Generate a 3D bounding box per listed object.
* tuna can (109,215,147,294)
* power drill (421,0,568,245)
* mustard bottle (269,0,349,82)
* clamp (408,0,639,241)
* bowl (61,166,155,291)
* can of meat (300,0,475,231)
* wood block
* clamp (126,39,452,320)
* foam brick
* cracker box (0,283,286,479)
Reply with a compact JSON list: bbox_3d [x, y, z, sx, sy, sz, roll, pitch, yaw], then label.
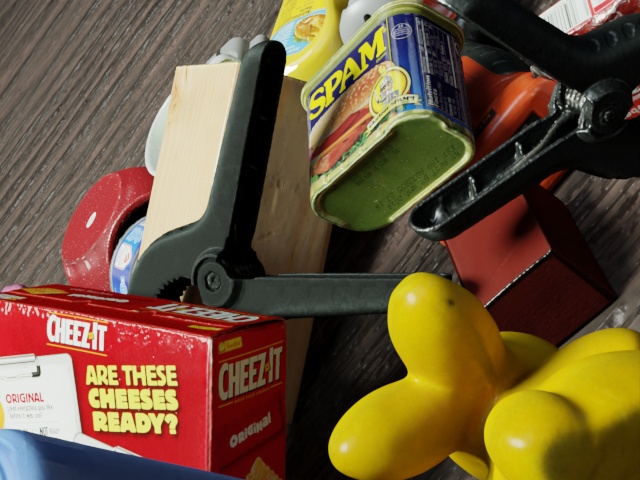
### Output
[{"bbox_3d":[-0.097,0.024,0.725,0.034,0.086,0.086,16,76,55],"label":"tuna can"},{"bbox_3d":[0.069,-0.070,0.646,0.185,0.057,0.188,-52,32,17],"label":"power drill"},{"bbox_3d":[-0.005,-0.154,0.826,0.096,0.058,0.191,-15,51,51],"label":"mustard bottle"},{"bbox_3d":[0.117,-0.071,0.480,0.171,0.120,0.039,-16,39,-15],"label":"clamp"},{"bbox_3d":[-0.184,-0.008,0.957,0.162,0.055,0.162,-35,38,33],"label":"bowl"},{"bbox_3d":[0.035,-0.064,0.580,0.102,0.057,0.084,-40,39,39],"label":"can of meat"},{"bbox_3d":[-0.054,0.001,0.671,0.091,0.090,0.206,12,90,59],"label":"wood block"},{"bbox_3d":[-0.038,0.024,0.563,0.165,0.036,0.210,49,115,22],"label":"clamp"},{"bbox_3d":[0.100,0.008,0.534,0.051,0.053,0.078,-44,33,23],"label":"foam brick"},{"bbox_3d":[-0.101,0.137,0.552,0.164,0.072,0.214,6,98,31],"label":"cracker box"}]
